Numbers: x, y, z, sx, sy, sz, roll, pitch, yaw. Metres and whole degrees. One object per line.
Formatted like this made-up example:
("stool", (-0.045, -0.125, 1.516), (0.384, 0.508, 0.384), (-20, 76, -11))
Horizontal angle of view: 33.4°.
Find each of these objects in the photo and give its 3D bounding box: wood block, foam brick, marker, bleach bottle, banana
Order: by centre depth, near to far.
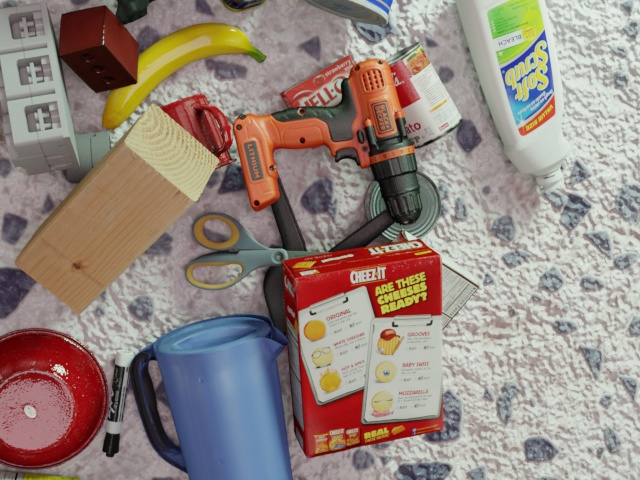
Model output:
("wood block", (-0.209, -0.030, 1.089), (0.090, 0.090, 0.206), (41, 122, -14))
("foam brick", (-0.230, -0.199, 1.113), (0.053, 0.078, 0.051), (-9, 64, 17))
("banana", (-0.157, -0.189, 1.164), (0.197, 0.037, 0.069), (-26, 100, -9))
("marker", (-0.228, 0.183, 1.197), (0.020, 0.020, 0.121), (8, 94, -13))
("bleach bottle", (0.240, -0.182, 1.241), (0.102, 0.068, 0.251), (-23, 103, -9))

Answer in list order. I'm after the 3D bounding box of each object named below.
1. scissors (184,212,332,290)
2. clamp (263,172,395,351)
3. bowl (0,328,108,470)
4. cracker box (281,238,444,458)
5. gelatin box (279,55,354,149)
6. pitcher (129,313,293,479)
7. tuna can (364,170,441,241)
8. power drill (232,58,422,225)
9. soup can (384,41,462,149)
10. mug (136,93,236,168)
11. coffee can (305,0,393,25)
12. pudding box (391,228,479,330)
("scissors", (-0.058, 0.001, 1.188), (0.202, 0.016, 0.096), (-14, 89, 7))
("clamp", (0.000, 0.026, 1.208), (0.164, 0.036, 0.210), (10, 96, 6))
("bowl", (-0.312, 0.179, 1.160), (0.162, 0.055, 0.162), (-1, 96, -12))
("cracker box", (0.048, 0.116, 1.166), (0.164, 0.072, 0.214), (-9, 110, -15))
("gelatin box", (0.010, -0.156, 1.208), (0.089, 0.030, 0.073), (-31, 101, -8))
("pitcher", (-0.107, 0.211, 1.180), (0.144, 0.149, 0.243), (-16, 103, -28))
("tuna can", (0.094, -0.041, 1.237), (0.086, 0.034, 0.086), (-1, 96, -12))
("power drill", (0.008, -0.089, 1.160), (0.187, 0.057, 0.184), (-14, 90, 0))
("soup can", (0.108, -0.164, 1.210), (0.068, 0.068, 0.102), (-33, 102, -7))
("mug", (-0.139, -0.109, 1.141), (0.093, 0.117, 0.081), (-27, 98, -44))
("coffee can", (0.045, -0.319, 1.161), (0.102, 0.103, 0.140), (18, 92, -14))
("pudding box", (0.113, 0.053, 1.231), (0.113, 0.039, 0.090), (32, 105, -24))
